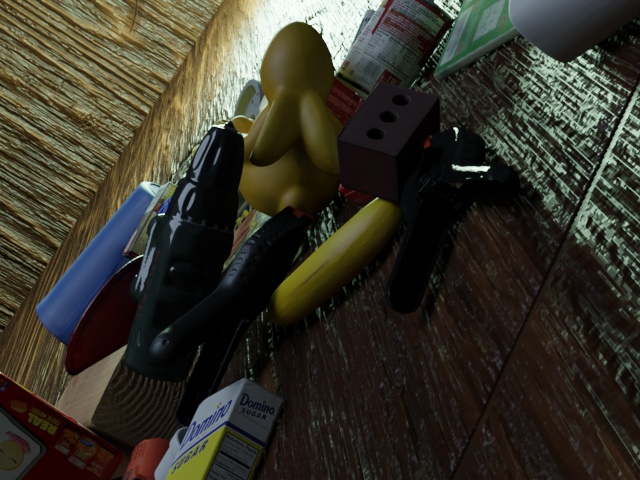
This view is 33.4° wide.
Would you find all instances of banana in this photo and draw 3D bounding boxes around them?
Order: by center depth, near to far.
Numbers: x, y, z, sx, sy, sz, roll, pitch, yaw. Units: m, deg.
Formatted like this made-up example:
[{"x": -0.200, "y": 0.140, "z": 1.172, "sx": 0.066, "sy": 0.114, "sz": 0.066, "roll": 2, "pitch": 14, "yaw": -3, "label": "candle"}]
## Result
[{"x": 0.009, "y": 0.023, "z": 0.865, "sx": 0.198, "sy": 0.037, "sz": 0.069, "roll": -43, "pitch": -7, "yaw": 33, "label": "banana"}]

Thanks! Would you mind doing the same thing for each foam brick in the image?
[{"x": 0.054, "y": -0.076, "z": 0.823, "sx": 0.078, "sy": 0.053, "sz": 0.051, "roll": -55, "pitch": -28, "yaw": -36, "label": "foam brick"}]

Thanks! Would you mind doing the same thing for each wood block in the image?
[{"x": -0.210, "y": 0.182, "z": 1.099, "sx": 0.206, "sy": 0.090, "sz": 0.090, "roll": -30, "pitch": 32, "yaw": 57, "label": "wood block"}]

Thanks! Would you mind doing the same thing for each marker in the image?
[{"x": 0.042, "y": -0.218, "z": 1.226, "sx": 0.020, "sy": 0.020, "sz": 0.121, "roll": -34, "pitch": 29, "yaw": 54, "label": "marker"}]

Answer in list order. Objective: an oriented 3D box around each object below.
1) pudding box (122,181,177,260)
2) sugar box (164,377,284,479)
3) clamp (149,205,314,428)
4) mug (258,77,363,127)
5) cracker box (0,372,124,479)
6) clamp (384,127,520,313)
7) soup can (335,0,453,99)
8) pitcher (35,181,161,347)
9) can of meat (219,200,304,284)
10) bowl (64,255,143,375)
[{"x": -0.190, "y": -0.006, "z": 1.385, "sx": 0.039, "sy": 0.090, "sz": 0.113, "roll": -20, "pitch": 40, "yaw": 62, "label": "pudding box"}, {"x": -0.094, "y": 0.197, "z": 0.819, "sx": 0.093, "sy": 0.048, "sz": 0.176, "roll": -36, "pitch": 28, "yaw": 53, "label": "sugar box"}, {"x": -0.072, "y": 0.059, "z": 0.911, "sx": 0.209, "sy": 0.036, "sz": 0.165, "roll": -53, "pitch": -17, "yaw": -31, "label": "clamp"}, {"x": -0.018, "y": -0.135, "z": 1.137, "sx": 0.117, "sy": 0.081, "sz": 0.093, "roll": -60, "pitch": 17, "yaw": -7, "label": "mug"}, {"x": -0.303, "y": 0.234, "z": 0.942, "sx": 0.213, "sy": 0.164, "sz": 0.072, "roll": -58, "pitch": 13, "yaw": -16, "label": "cracker box"}, {"x": 0.091, "y": -0.036, "z": 0.726, "sx": 0.120, "sy": 0.039, "sz": 0.171, "roll": -42, "pitch": 21, "yaw": 31, "label": "clamp"}, {"x": 0.068, "y": -0.178, "z": 0.995, "sx": 0.102, "sy": 0.068, "sz": 0.068, "roll": -57, "pitch": 16, "yaw": 4, "label": "soup can"}, {"x": -0.273, "y": 0.044, "z": 1.471, "sx": 0.243, "sy": 0.144, "sz": 0.149, "roll": -52, "pitch": 48, "yaw": 8, "label": "pitcher"}, {"x": -0.057, "y": 0.001, "z": 1.051, "sx": 0.102, "sy": 0.057, "sz": 0.084, "roll": -49, "pitch": 20, "yaw": 25, "label": "can of meat"}, {"x": -0.217, "y": 0.098, "z": 1.207, "sx": 0.162, "sy": 0.055, "sz": 0.162, "roll": -55, "pitch": -11, "yaw": -17, "label": "bowl"}]
